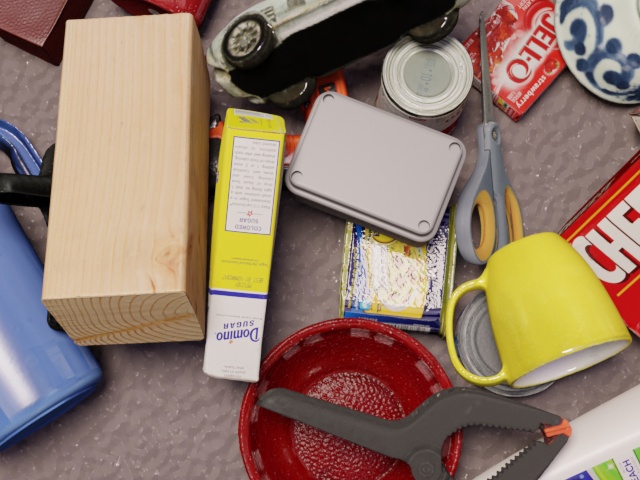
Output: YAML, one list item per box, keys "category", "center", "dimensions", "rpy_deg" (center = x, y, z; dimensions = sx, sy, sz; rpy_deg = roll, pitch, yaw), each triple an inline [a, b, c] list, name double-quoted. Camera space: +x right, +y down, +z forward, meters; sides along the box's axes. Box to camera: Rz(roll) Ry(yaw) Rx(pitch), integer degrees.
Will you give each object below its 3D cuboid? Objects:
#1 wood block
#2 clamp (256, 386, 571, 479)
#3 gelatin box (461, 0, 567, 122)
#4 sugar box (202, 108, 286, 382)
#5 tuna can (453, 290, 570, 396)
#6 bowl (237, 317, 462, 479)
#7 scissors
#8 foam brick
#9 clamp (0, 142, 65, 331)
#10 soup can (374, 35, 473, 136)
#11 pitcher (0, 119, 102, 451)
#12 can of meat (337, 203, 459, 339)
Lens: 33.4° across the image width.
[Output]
- category: "wood block"
  center: [-0.125, -0.042, 0.723]
  dimensions: [0.091, 0.090, 0.206]
  rpy_deg: [-3, 65, 2]
- category: "clamp"
  center: [0.071, 0.167, 0.732]
  dimensions: [0.210, 0.036, 0.164]
  rpy_deg: [-11, 82, 5]
- category: "gelatin box"
  center: [0.159, -0.151, 0.848]
  dimensions: [0.073, 0.030, 0.089]
  rpy_deg: [42, 84, 7]
- category: "sugar box"
  center: [-0.055, 0.001, 0.753]
  dimensions: [0.048, 0.093, 0.176]
  rpy_deg: [8, 103, -5]
- category: "tuna can"
  center: [0.144, 0.076, 0.809]
  dimensions: [0.086, 0.034, 0.086]
  rpy_deg: [0, 81, 1]
- category: "bowl"
  center: [0.021, 0.140, 0.789]
  dimensions: [0.162, 0.055, 0.162]
  rpy_deg: [0, 81, 1]
- category: "scissors"
  center: [0.118, -0.068, 0.797]
  dimensions: [0.016, 0.096, 0.202]
  rpy_deg: [-6, 99, 37]
- category: "foam brick"
  center: [-0.220, -0.188, 0.848]
  dimensions: [0.053, 0.051, 0.078]
  rpy_deg: [26, 82, 4]
- category: "clamp"
  center: [-0.188, -0.030, 0.768]
  dimensions: [0.039, 0.120, 0.171]
  rpy_deg: [-10, 36, 11]
- category: "soup can"
  center: [0.076, -0.111, 0.806]
  dimensions: [0.068, 0.102, 0.068]
  rpy_deg: [0, 80, 0]
- category: "pitcher"
  center: [-0.258, 0.025, 0.784]
  dimensions: [0.149, 0.145, 0.243]
  rpy_deg: [-35, 85, 9]
- category: "can of meat"
  center: [0.059, 0.020, 0.808]
  dimensions: [0.084, 0.057, 0.102]
  rpy_deg: [6, 81, 3]
